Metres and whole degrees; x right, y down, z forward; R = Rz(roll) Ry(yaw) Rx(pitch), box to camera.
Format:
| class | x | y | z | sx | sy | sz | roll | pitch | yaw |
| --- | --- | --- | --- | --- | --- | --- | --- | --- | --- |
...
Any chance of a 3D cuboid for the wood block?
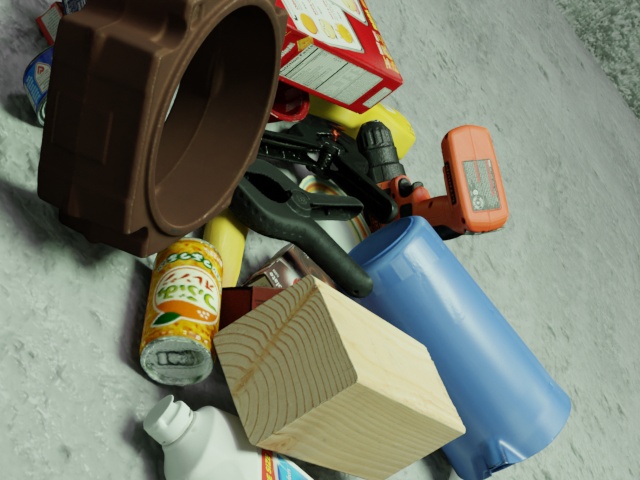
| class | x | y | z | sx | sy | sz | roll | pitch | yaw |
| --- | --- | --- | --- | --- | --- | --- | --- | --- | --- |
| wood block | 0.020 | 0.111 | 0.804 | 0.205 | 0.091 | 0.090 | 34 | 27 | -56 |

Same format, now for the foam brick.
| class | x | y | z | sx | sy | sz | roll | pitch | yaw |
| --- | --- | --- | --- | --- | --- | --- | --- | --- | --- |
| foam brick | -0.043 | 0.064 | 0.847 | 0.078 | 0.051 | 0.053 | 9 | 80 | -43 |

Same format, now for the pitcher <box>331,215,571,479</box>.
| class | x | y | z | sx | sy | sz | roll | pitch | yaw |
| --- | --- | --- | --- | --- | --- | --- | --- | --- | --- |
| pitcher | 0.121 | 0.096 | 1.028 | 0.144 | 0.149 | 0.243 | -40 | 102 | -21 |

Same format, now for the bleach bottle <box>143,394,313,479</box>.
| class | x | y | z | sx | sy | sz | roll | pitch | yaw |
| --- | --- | --- | --- | --- | --- | --- | --- | --- | --- |
| bleach bottle | -0.028 | 0.205 | 0.743 | 0.250 | 0.068 | 0.102 | 46 | 27 | -17 |

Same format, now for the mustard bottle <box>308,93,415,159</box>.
| class | x | y | z | sx | sy | sz | roll | pitch | yaw |
| --- | --- | --- | --- | --- | --- | --- | --- | --- | --- |
| mustard bottle | 0.021 | -0.155 | 1.208 | 0.191 | 0.058 | 0.096 | 25 | 15 | -46 |

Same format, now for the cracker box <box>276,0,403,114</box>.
| class | x | y | z | sx | sy | sz | roll | pitch | yaw |
| --- | --- | --- | --- | --- | --- | --- | --- | --- | --- |
| cracker box | -0.027 | -0.230 | 1.074 | 0.213 | 0.072 | 0.164 | 14 | 47 | -50 |

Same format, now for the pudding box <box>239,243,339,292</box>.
| class | x | y | z | sx | sy | sz | roll | pitch | yaw |
| --- | --- | --- | --- | --- | --- | --- | --- | --- | --- |
| pudding box | -0.013 | 0.064 | 0.944 | 0.113 | 0.039 | 0.090 | 54 | 28 | -5 |

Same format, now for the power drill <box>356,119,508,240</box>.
| class | x | y | z | sx | sy | sz | roll | pitch | yaw |
| --- | --- | --- | --- | --- | --- | --- | --- | --- | --- |
| power drill | 0.107 | -0.057 | 1.102 | 0.057 | 0.188 | 0.184 | -10 | 83 | -29 |

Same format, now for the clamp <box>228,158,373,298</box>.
| class | x | y | z | sx | sy | sz | roll | pitch | yaw |
| --- | --- | --- | --- | --- | --- | --- | --- | --- | --- |
| clamp | -0.021 | -0.016 | 0.921 | 0.171 | 0.039 | 0.120 | 20 | 33 | -31 |

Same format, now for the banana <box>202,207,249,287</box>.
| class | x | y | z | sx | sy | sz | roll | pitch | yaw |
| --- | --- | --- | --- | --- | --- | --- | --- | --- | --- |
| banana | -0.066 | -0.015 | 0.942 | 0.069 | 0.037 | 0.197 | 52 | 27 | -6 |

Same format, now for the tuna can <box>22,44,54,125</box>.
| class | x | y | z | sx | sy | sz | roll | pitch | yaw |
| --- | --- | --- | --- | --- | --- | --- | --- | --- | --- |
| tuna can | -0.181 | -0.121 | 0.811 | 0.086 | 0.086 | 0.034 | -3 | 62 | -60 |

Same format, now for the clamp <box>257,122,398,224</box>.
| class | x | y | z | sx | sy | sz | roll | pitch | yaw |
| --- | --- | --- | --- | --- | --- | --- | --- | --- | --- |
| clamp | 0.013 | -0.078 | 1.092 | 0.164 | 0.036 | 0.210 | 30 | 15 | 3 |
